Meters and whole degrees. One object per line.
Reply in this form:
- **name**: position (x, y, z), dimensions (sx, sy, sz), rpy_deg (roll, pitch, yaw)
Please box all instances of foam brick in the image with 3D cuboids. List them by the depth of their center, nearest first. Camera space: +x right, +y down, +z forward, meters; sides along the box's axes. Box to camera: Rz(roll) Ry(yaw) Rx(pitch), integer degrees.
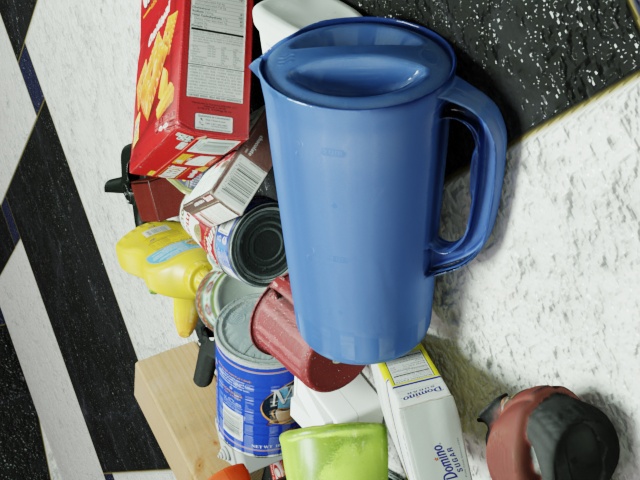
- **foam brick**: position (-0.190, -0.054, 1.297), dimensions (0.078, 0.052, 0.051), rpy_deg (3, 110, 65)

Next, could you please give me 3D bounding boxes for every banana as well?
- **banana**: position (-0.174, 0.062, 1.325), dimensions (0.198, 0.037, 0.070), rpy_deg (-144, 69, -68)

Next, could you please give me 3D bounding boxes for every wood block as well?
- **wood block**: position (-0.163, 0.248, 1.406), dimensions (0.206, 0.090, 0.091), rpy_deg (56, 152, 29)

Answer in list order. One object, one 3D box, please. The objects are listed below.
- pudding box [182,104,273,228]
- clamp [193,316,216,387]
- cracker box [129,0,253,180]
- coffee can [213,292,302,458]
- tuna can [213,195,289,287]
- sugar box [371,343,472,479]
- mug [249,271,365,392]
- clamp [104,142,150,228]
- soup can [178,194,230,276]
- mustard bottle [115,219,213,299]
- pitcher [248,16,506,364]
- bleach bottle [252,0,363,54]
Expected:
- **pudding box**: position (-0.072, -0.070, 0.978), dimensions (0.039, 0.113, 0.090), rpy_deg (38, 160, -14)
- **clamp**: position (-0.134, 0.122, 1.315), dimensions (0.172, 0.039, 0.120), rpy_deg (-14, 90, 67)
- **cracker box**: position (-0.118, -0.176, 0.958), dimensions (0.164, 0.072, 0.214), rpy_deg (158, 115, -65)
- **coffee can**: position (-0.057, 0.139, 1.093), dimensions (0.103, 0.102, 0.140), rpy_deg (49, 147, 40)
- **tuna can**: position (-0.057, 0.001, 1.019), dimensions (0.034, 0.086, 0.086), rpy_deg (23, 127, 57)
- **sugar box**: position (0.076, 0.136, 0.816), dimensions (0.176, 0.048, 0.093), rpy_deg (-123, 18, -77)
- **mug**: position (-0.008, 0.076, 0.959), dimensions (0.082, 0.093, 0.117), rpy_deg (37, 161, 44)
- **clamp**: position (-0.246, -0.070, 1.417), dimensions (0.165, 0.036, 0.210), rpy_deg (56, 149, 29)
- **soup can**: position (-0.098, -0.013, 1.117), dimensions (0.102, 0.068, 0.068), rpy_deg (42, 142, 49)
- **mustard bottle**: position (-0.164, 0.026, 1.246), dimensions (0.192, 0.096, 0.058), rpy_deg (26, 129, 57)
- **pitcher**: position (0.038, -0.026, 0.774), dimensions (0.149, 0.145, 0.243), rpy_deg (-118, 20, -50)
- **bleach bottle**: position (0.000, -0.070, 0.883), dimensions (0.103, 0.068, 0.251), rpy_deg (43, 145, 48)
